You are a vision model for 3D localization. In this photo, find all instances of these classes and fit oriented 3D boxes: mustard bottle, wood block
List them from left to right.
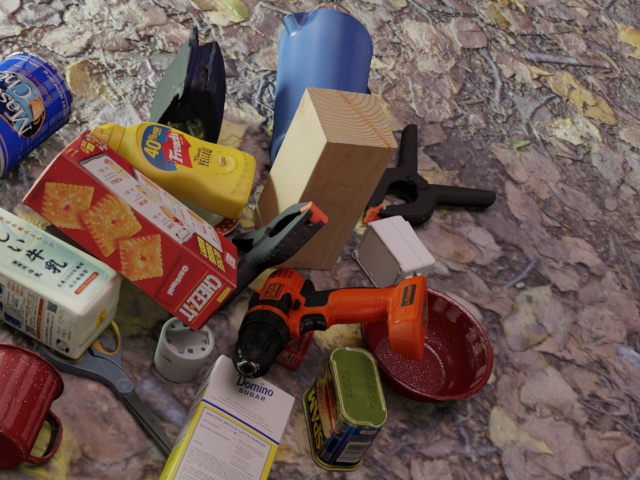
[{"bbox_3d":[-0.174,-0.092,1.249,0.191,0.058,0.096,19,42,-10],"label":"mustard bottle"},{"bbox_3d":[0.000,-0.067,1.236,0.090,0.206,0.091,3,47,-24],"label":"wood block"}]

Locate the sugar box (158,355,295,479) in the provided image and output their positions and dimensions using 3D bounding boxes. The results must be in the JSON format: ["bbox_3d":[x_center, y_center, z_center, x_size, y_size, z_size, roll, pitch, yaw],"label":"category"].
[{"bbox_3d":[-0.093,0.204,1.039,0.093,0.048,0.176,33,39,-9],"label":"sugar box"}]

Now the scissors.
[{"bbox_3d":[-0.217,0.145,1.063,0.096,0.016,0.202,-8,53,-30],"label":"scissors"}]

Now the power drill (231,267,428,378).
[{"bbox_3d":[0.013,0.084,1.091,0.188,0.057,0.184,1,27,11],"label":"power drill"}]

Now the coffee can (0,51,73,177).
[{"bbox_3d":[-0.361,-0.137,1.203,0.103,0.103,0.140,31,42,4],"label":"coffee can"}]

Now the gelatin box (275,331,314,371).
[{"bbox_3d":[-0.043,0.093,1.189,0.073,0.030,0.089,26,43,-1],"label":"gelatin box"}]

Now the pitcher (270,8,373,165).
[{"bbox_3d":[0.006,-0.179,1.420,0.149,0.145,0.242,8,48,-3],"label":"pitcher"}]

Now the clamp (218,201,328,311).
[{"bbox_3d":[-0.058,0.001,1.187,0.039,0.172,0.120,42,30,-26],"label":"clamp"}]

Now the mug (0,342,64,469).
[{"bbox_3d":[-0.284,0.160,0.973,0.117,0.093,0.081,49,38,-32],"label":"mug"}]

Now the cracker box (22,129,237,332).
[{"bbox_3d":[-0.188,-0.013,1.100,0.213,0.072,0.164,39,8,-12],"label":"cracker box"}]

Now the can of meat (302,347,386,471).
[{"bbox_3d":[0.026,0.173,1.105,0.057,0.084,0.102,7,46,-20],"label":"can of meat"}]

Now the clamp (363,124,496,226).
[{"bbox_3d":[0.121,-0.078,1.432,0.209,0.036,0.165,-25,63,-40],"label":"clamp"}]

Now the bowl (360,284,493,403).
[{"bbox_3d":[0.112,0.128,1.213,0.162,0.055,0.162,14,44,-14],"label":"bowl"}]
